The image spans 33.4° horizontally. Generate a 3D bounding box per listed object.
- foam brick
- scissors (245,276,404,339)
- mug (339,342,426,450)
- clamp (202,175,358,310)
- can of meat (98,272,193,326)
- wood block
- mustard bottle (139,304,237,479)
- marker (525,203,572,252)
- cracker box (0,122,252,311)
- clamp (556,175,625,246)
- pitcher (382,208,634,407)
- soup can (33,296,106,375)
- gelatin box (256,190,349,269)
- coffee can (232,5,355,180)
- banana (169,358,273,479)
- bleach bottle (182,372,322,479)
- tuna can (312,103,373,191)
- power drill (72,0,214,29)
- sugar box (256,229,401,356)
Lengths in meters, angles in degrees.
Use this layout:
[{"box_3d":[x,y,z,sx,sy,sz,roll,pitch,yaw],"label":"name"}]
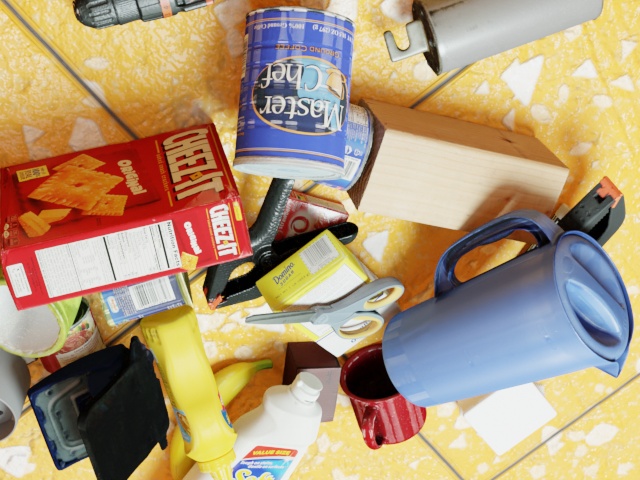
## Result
[{"box_3d":[-0.011,0.160,1.200,0.053,0.051,0.078,0,118,-16],"label":"foam brick"},{"box_3d":[0.015,0.062,1.054,0.096,0.016,0.201,-45,149,16],"label":"scissors"},{"box_3d":[0.072,0.184,1.203,0.093,0.117,0.081,-1,129,21],"label":"mug"},{"box_3d":[-0.057,0.001,1.071,0.171,0.039,0.120,-35,123,4],"label":"clamp"},{"box_3d":[-0.177,0.034,1.058,0.084,0.102,0.057,-17,121,-3],"label":"can of meat"},{"box_3d":[0.133,-0.070,1.088,0.205,0.091,0.090,10,115,-19],"label":"wood block"},{"box_3d":[-0.130,0.164,1.109,0.058,0.096,0.191,-20,98,-15],"label":"mustard bottle"},{"box_3d":[0.244,0.011,1.204,0.020,0.020,0.121,27,108,-26],"label":"marker"},{"box_3d":[-0.184,-0.029,0.984,0.213,0.164,0.072,-14,123,-7],"label":"cracker box"},{"box_3d":[0.261,0.014,1.133,0.164,0.036,0.210,-25,152,-21],"label":"clamp"},{"box_3d":[0.177,0.081,1.086,0.144,0.149,0.243,25,143,-38],"label":"pitcher"},{"box_3d":[-0.254,0.116,1.102,0.068,0.068,0.102,-18,122,-5],"label":"soup can"},{"box_3d":[-0.021,-0.004,1.119,0.073,0.030,0.089,15,113,-21],"label":"gelatin box"},{"box_3d":[-0.024,-0.131,0.974,0.102,0.103,0.140,6,87,-18],"label":"coffee can"},{"box_3d":[-0.128,0.207,1.204,0.069,0.037,0.198,25,110,-26],"label":"banana"},{"box_3d":[-0.082,0.241,1.172,0.102,0.068,0.251,24,115,-22],"label":"bleach bottle"},{"box_3d":[0.018,-0.094,1.048,0.033,0.086,0.086,15,113,-20],"label":"tuna can"},{"box_3d":[-0.144,-0.284,0.918,0.184,0.057,0.187,-19,124,-9],"label":"power drill"},{"box_3d":[0.012,0.059,1.112,0.093,0.048,0.176,-36,152,6],"label":"sugar box"}]
